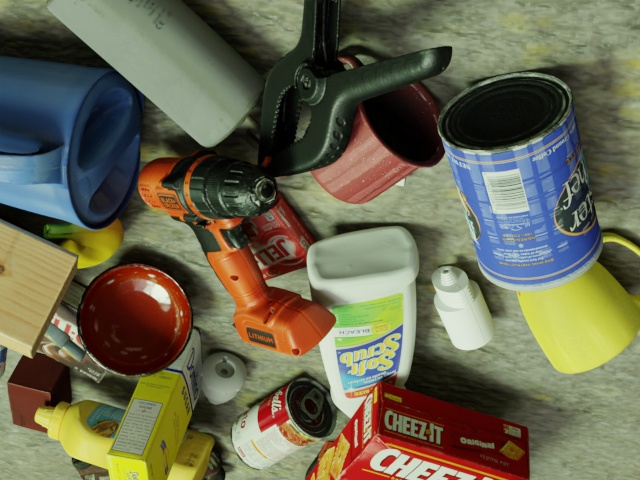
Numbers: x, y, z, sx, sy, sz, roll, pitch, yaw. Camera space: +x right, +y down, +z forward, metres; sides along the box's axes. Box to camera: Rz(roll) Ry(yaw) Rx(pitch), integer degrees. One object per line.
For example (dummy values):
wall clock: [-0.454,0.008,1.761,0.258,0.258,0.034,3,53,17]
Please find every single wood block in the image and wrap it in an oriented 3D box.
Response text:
wood block: [-0.318,0.014,0.898,0.206,0.090,0.090,26,165,-8]

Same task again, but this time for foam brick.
foam brick: [-0.316,0.172,1.204,0.053,0.051,0.078,14,133,5]

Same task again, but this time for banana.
banana: [-0.218,-0.002,0.989,0.069,0.037,0.198,3,169,-12]

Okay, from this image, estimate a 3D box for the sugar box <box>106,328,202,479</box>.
sugar box: [-0.162,0.178,1.079,0.048,0.176,0.093,11,133,9]

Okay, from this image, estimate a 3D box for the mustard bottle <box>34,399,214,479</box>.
mustard bottle: [-0.216,0.215,1.153,0.191,0.096,0.058,17,104,4]

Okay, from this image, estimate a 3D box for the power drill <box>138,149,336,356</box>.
power drill: [-0.061,0.008,0.894,0.185,0.057,0.187,10,135,56]

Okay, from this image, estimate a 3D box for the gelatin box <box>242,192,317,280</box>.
gelatin box: [-0.056,0.001,0.989,0.089,0.030,0.073,-18,124,29]

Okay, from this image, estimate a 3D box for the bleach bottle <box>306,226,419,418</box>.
bleach bottle: [0.051,0.099,1.023,0.102,0.068,0.251,-9,135,2]

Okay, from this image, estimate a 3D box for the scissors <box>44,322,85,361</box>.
scissors: [-0.299,0.065,1.060,0.202,0.016,0.096,28,162,42]

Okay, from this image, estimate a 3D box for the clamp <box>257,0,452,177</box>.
clamp: [0.010,-0.115,0.784,0.036,0.165,0.210,-7,138,-38]

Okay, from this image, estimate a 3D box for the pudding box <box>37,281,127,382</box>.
pudding box: [-0.261,0.089,1.122,0.113,0.039,0.090,29,132,-10]

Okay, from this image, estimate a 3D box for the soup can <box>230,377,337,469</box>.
soup can: [-0.040,0.196,1.134,0.068,0.068,0.102,38,131,-18]

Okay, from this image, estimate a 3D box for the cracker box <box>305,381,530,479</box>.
cracker box: [0.087,0.247,1.077,0.164,0.072,0.214,18,135,-13]

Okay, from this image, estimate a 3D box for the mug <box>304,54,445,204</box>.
mug: [0.034,-0.091,0.850,0.082,0.093,0.117,-35,83,43]

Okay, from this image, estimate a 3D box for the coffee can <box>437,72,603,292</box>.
coffee can: [0.158,-0.045,0.836,0.103,0.102,0.140,-7,128,21]

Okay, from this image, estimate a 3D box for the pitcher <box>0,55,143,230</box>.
pitcher: [-0.282,-0.094,0.887,0.243,0.145,0.149,12,155,15]
